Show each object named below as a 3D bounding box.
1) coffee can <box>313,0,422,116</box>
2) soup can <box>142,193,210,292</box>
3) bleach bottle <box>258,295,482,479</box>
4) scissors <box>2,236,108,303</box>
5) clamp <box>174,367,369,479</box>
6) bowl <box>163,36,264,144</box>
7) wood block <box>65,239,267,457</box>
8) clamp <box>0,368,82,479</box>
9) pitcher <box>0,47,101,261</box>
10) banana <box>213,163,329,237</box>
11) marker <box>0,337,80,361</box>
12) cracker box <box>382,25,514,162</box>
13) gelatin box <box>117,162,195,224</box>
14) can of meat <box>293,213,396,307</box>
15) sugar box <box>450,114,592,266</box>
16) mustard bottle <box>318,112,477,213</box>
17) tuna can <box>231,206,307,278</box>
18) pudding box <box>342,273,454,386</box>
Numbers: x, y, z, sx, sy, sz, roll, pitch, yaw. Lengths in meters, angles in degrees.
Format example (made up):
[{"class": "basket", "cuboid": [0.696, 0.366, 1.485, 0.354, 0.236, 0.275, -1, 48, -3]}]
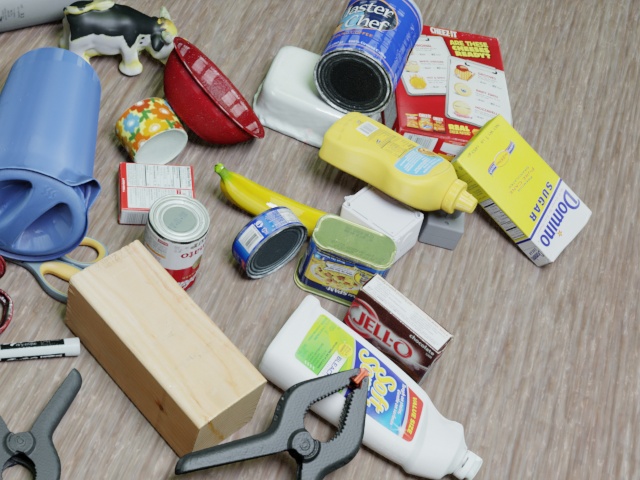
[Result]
[{"class": "coffee can", "cuboid": [0.061, -0.239, 1.339, 0.103, 0.103, 0.140, 24, 50, 1]}, {"class": "soup can", "cuboid": [-0.161, 0.005, 1.163, 0.068, 0.102, 0.068, 9, 51, -11]}, {"class": "bleach bottle", "cuboid": [0.062, 0.168, 1.134, 0.251, 0.068, 0.102, 33, 55, 6]}, {"class": "scissors", "cuboid": [-0.320, 0.004, 1.170, 0.202, 0.016, 0.096, 30, 49, 6]}, {"class": "clamp", "cuboid": [-0.015, 0.214, 1.050, 0.209, 0.036, 0.164, -41, 88, -22]}, {"class": "bowl", "cuboid": [-0.141, -0.170, 1.304, 0.162, 0.055, 0.162, 47, 13, -14]}, {"class": "wood block", "cuboid": [-0.161, 0.112, 1.088, 0.090, 0.091, 0.206, -32, 69, -33]}, {"class": "clamp", "cuboid": [-0.280, 0.193, 1.023, 0.120, 0.039, 0.171, -8, 63, -17]}, {"class": "pitcher", "cuboid": [-0.319, -0.102, 1.179, 0.149, 0.145, 0.243, 17, 41, -18]}, {"class": "banana", "cuboid": [-0.040, -0.034, 1.257, 0.197, 0.070, 0.037, 23, 86, -7]}, {"class": "marker", "cuboid": [-0.307, 0.113, 1.088, 0.121, 0.020, 0.020, -3, 55, -19]}, {"class": "cracker box", "cuboid": [0.167, -0.191, 1.437, 0.164, 0.072, 0.213, 8, 51, -12]}, {"class": "gelatin box", "cuboid": [-0.191, -0.053, 1.246, 0.089, 0.030, 0.073, 2, 52, -16]}, {"class": "can of meat", "cuboid": [0.029, 0.024, 1.219, 0.102, 0.084, 0.057, 20, 50, -2]}, {"class": "sugar box", "cuboid": [0.249, -0.062, 1.332, 0.176, 0.048, 0.093, 44, 71, -3]}, {"class": "mustard bottle", "cuboid": [0.100, -0.085, 1.270, 0.192, 0.058, 0.096, 30, 33, 17]}, {"class": "tuna can", "cuboid": [-0.058, 0.001, 1.209, 0.086, 0.086, 0.034, -25, 63, -32]}, {"class": "pudding box", "cuboid": [0.080, 0.103, 1.171, 0.113, 0.090, 0.039, 38, 51, 12]}]
